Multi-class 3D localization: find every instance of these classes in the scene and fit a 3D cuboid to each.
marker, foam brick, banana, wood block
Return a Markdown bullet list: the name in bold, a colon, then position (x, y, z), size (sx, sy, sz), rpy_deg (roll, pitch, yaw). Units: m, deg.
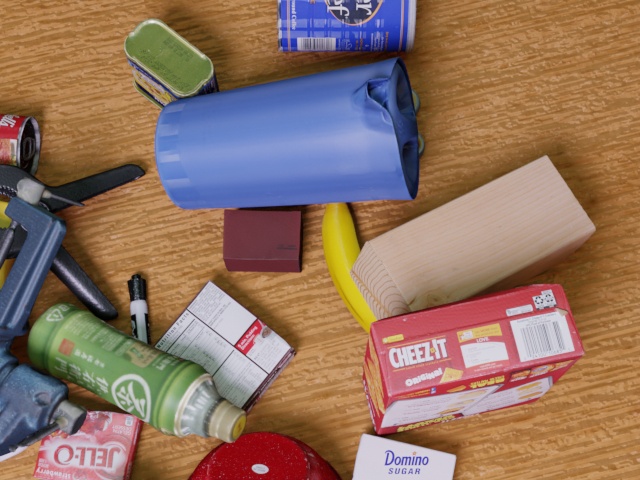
- **marker**: position (-0.178, 0.092, 1.057), size (0.020, 0.020, 0.121), rpy_deg (-7, 73, -2)
- **foam brick**: position (-0.057, 0.001, 1.067), size (0.078, 0.051, 0.053), rpy_deg (2, 74, 1)
- **banana**: position (0.051, 0.046, 1.063), size (0.069, 0.037, 0.198), rpy_deg (-32, 76, -27)
- **wood block**: position (0.144, 0.011, 1.022), size (0.205, 0.090, 0.091), rpy_deg (-26, 75, -19)

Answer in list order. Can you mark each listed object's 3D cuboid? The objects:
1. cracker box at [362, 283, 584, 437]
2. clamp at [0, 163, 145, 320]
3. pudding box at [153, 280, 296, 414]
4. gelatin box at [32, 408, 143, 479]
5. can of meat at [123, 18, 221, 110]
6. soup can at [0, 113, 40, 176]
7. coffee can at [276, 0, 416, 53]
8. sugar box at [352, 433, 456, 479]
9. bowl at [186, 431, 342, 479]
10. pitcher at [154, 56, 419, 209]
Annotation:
- **cracker box**: position (0.124, 0.111, 0.948), size (0.164, 0.214, 0.072), rpy_deg (-12, 72, -4)
- **clamp**: position (-0.277, -0.010, 1.045), size (0.209, 0.036, 0.164), rpy_deg (8, 74, -25)
- **pudding box**: position (-0.094, 0.107, 1.042), size (0.113, 0.039, 0.090), rpy_deg (37, 77, 13)
- **gelatin box**: position (-0.221, 0.198, 1.020), size (0.089, 0.030, 0.073), rpy_deg (9, 74, 4)
- **can of meat**: position (-0.152, -0.171, 1.103), size (0.102, 0.084, 0.057), rpy_deg (38, 77, 11)
- **soup can**: position (-0.346, -0.097, 1.091), size (0.102, 0.068, 0.068), rpy_deg (6, 73, 3)
- **coffee can**: position (0.027, -0.248, 1.115), size (0.140, 0.103, 0.103), rpy_deg (0, 73, 1)
- **sugar box**: position (0.063, 0.276, 0.987), size (0.093, 0.048, 0.176), rpy_deg (13, 70, 5)
- **bowl**: position (-0.054, 0.223, 0.954), size (0.162, 0.055, 0.162), rpy_deg (-2, 36, 1)
- **pitcher**: position (-0.026, -0.089, 1.030), size (0.243, 0.145, 0.149), rpy_deg (-5, 114, 15)
